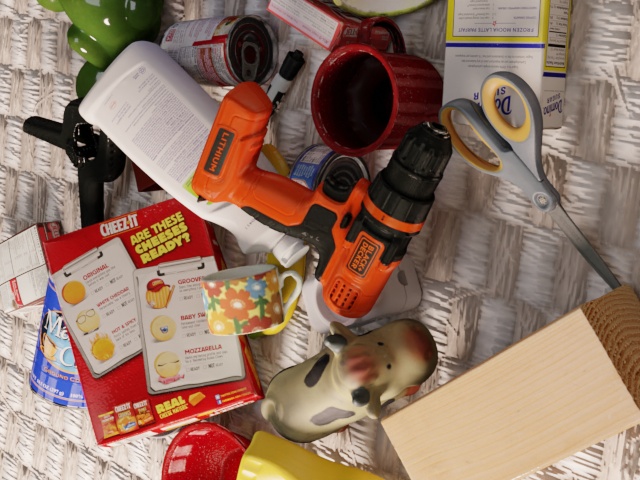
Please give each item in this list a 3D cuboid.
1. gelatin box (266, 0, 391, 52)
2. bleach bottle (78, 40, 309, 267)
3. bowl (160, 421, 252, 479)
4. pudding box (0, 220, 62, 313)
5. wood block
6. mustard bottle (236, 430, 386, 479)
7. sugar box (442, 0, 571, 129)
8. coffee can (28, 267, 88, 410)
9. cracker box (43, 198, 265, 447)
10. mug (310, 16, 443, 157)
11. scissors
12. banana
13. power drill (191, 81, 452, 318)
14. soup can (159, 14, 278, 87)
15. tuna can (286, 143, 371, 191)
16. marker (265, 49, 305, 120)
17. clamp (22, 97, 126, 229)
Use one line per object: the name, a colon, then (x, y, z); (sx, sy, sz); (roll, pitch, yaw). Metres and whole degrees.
gelatin box: (0.009, -0.195, 0.937); (0.089, 0.073, 0.030); (38, 118, 32)
bleach bottle: (-0.109, -0.068, 0.994); (0.251, 0.068, 0.103); (47, 107, 13)
bowl: (-0.089, 0.258, 1.077); (0.162, 0.055, 0.162); (5, 97, 41)
pudding box: (-0.351, 0.034, 1.300); (0.114, 0.039, 0.090); (-21, 79, 39)
wood block: (0.160, 0.126, 0.819); (0.206, 0.090, 0.091); (-38, 75, 37)
mustard bottle: (0.020, 0.239, 0.947); (0.192, 0.058, 0.096); (18, 130, 11)
sugar box: (0.147, -0.177, 0.837); (0.094, 0.048, 0.176); (11, 105, 41)
coffee can: (-0.260, 0.102, 1.182); (0.103, 0.102, 0.140); (29, 113, 36)
cracker box: (-0.165, 0.080, 1.066); (0.164, 0.072, 0.214); (-18, 78, 1)
mug: (0.052, -0.129, 0.900); (0.093, 0.081, 0.117); (-1, 94, 41)
scissors: (0.173, -0.050, 0.805); (0.202, 0.016, 0.096); (42, 138, 16)
banana: (-0.043, 0.009, 1.025); (0.070, 0.037, 0.198); (14, 103, 38)
power drill: (-0.002, -0.050, 0.860); (0.188, 0.057, 0.185); (34, 119, 13)
soup can: (-0.101, -0.182, 1.039); (0.102, 0.068, 0.068); (6, 98, 41)
tuna can: (0.008, -0.042, 0.945); (0.034, 0.085, 0.086); (12, 102, 38)
marker: (-0.049, -0.133, 1.030); (0.020, 0.020, 0.121); (50, 123, 26)
clamp: (-0.252, -0.087, 1.158); (0.210, 0.036, 0.164); (-21, 96, 55)
